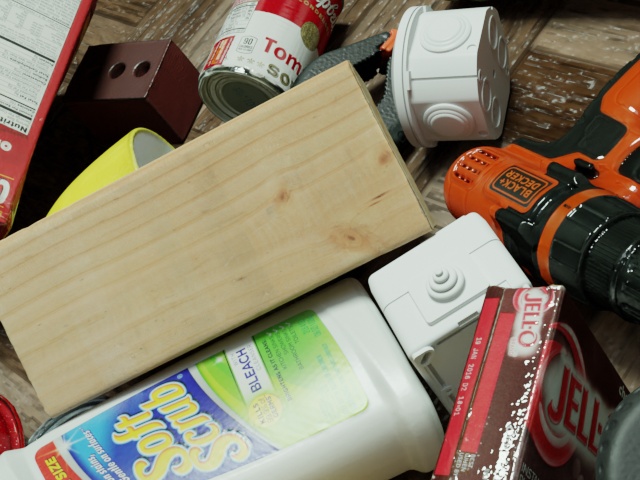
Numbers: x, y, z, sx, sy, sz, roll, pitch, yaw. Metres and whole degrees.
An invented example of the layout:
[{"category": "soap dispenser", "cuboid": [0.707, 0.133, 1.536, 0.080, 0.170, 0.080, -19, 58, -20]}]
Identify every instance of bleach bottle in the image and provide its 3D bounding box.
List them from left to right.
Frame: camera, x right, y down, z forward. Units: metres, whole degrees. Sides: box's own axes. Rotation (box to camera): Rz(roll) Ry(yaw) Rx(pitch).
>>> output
[{"category": "bleach bottle", "cuboid": [-0.073, 0.114, 0.506, 0.250, 0.068, 0.103, -26, 50, -5]}]

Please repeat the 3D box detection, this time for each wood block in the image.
[{"category": "wood block", "cuboid": [-0.054, 0.000, 0.543, 0.206, 0.090, 0.090, -27, 88, 7]}]

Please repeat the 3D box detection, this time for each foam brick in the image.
[{"category": "foam brick", "cuboid": [-0.129, -0.103, 0.748, 0.078, 0.051, 0.053, 1, 57, 30]}]

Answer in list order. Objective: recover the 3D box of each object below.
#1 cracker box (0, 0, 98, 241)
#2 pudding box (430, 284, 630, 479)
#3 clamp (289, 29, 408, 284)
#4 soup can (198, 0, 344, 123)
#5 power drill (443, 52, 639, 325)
[{"category": "cracker box", "cuboid": [-0.225, -0.073, 0.718, 0.164, 0.072, 0.213, -42, 31, 51]}, {"category": "pudding box", "cuboid": [0.092, 0.084, 0.434, 0.039, 0.113, 0.090, 2, 57, 35]}, {"category": "clamp", "cuboid": [-0.005, -0.061, 0.634, 0.120, 0.039, 0.171, 24, 62, 5]}, {"category": "soup can", "cuboid": [-0.032, -0.129, 0.700, 0.069, 0.068, 0.102, 3, 58, 32]}, {"category": "power drill", "cuboid": [0.168, -0.047, 0.510, 0.187, 0.057, 0.185, -40, 33, -7]}]
